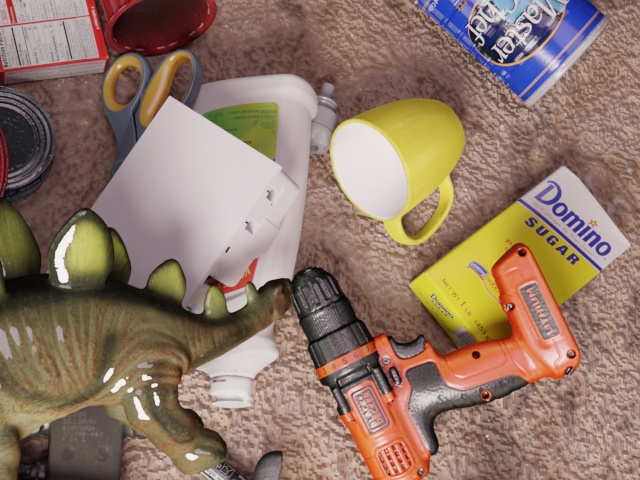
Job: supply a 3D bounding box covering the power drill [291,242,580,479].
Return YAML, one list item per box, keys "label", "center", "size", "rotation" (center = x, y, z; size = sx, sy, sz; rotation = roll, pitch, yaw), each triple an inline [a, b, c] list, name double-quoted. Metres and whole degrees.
- label: "power drill"
  center: [0.087, 0.075, 0.818]
  size: [0.187, 0.057, 0.184]
  rotation: [-26, 85, 4]

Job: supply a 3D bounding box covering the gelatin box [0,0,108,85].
- label: "gelatin box"
  center: [-0.222, -0.167, 0.857]
  size: [0.089, 0.030, 0.073]
  rotation: [-12, 77, -19]

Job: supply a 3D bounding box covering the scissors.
- label: "scissors"
  center: [-0.164, -0.068, 0.842]
  size: [0.096, 0.016, 0.202]
  rotation: [29, 85, 30]

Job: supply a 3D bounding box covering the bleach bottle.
- label: "bleach bottle"
  center: [-0.055, 0.001, 0.820]
  size: [0.103, 0.068, 0.251]
  rotation: [-4, 72, 16]

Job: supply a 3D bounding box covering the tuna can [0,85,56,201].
- label: "tuna can"
  center: [-0.247, -0.072, 0.816]
  size: [0.086, 0.034, 0.086]
  rotation: [5, 71, -14]

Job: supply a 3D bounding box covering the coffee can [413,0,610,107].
- label: "coffee can"
  center: [0.168, -0.202, 0.940]
  size: [0.140, 0.103, 0.102]
  rotation: [42, 66, 1]

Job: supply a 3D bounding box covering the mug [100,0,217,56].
- label: "mug"
  center: [-0.144, -0.210, 0.852]
  size: [0.093, 0.117, 0.081]
  rotation: [-25, 72, 15]

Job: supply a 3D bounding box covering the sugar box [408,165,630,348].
- label: "sugar box"
  center: [0.170, 0.020, 0.898]
  size: [0.176, 0.048, 0.093]
  rotation: [-37, 85, -22]
